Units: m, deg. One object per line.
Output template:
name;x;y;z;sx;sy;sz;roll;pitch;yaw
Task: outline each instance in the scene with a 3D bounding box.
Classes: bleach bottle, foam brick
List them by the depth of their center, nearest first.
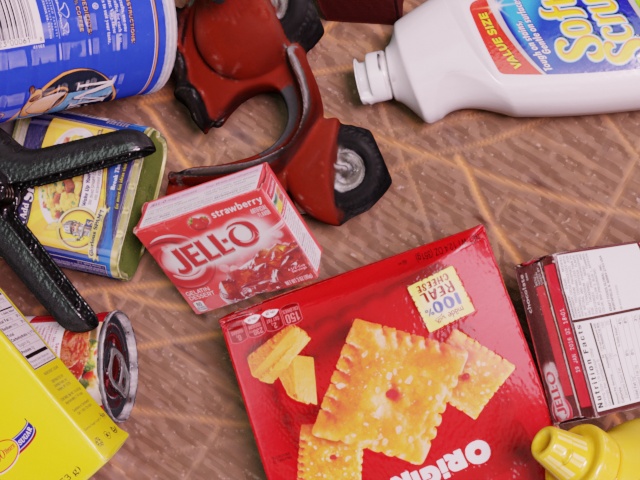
bleach bottle;0.146;-0.113;0.635;0.251;0.068;0.102;-11;81;9
foam brick;0.025;-0.169;0.651;0.051;0.078;0.053;5;85;8

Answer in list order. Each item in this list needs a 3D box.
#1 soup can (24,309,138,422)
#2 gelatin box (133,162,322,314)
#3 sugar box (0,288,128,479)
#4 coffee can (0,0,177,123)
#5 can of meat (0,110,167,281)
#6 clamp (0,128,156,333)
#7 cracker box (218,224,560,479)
soup can;-0.170;0.079;0.651;0.102;0.068;0.068;-4;82;8
gelatin box;-0.054;0.001;0.633;0.089;0.073;0.030;-17;36;22
sugar box;-0.200;0.078;0.596;0.093;0.048;0.176;-42;91;11
coffee can;-0.167;-0.121;0.602;0.140;0.103;0.103;-18;77;-34
can of meat;-0.150;-0.030;0.669;0.084;0.057;0.102;12;84;8
clamp;-0.180;-0.034;0.623;0.171;0.039;0.120;27;84;7
cracker box;0.052;0.118;0.611;0.164;0.072;0.214;-19;81;5
